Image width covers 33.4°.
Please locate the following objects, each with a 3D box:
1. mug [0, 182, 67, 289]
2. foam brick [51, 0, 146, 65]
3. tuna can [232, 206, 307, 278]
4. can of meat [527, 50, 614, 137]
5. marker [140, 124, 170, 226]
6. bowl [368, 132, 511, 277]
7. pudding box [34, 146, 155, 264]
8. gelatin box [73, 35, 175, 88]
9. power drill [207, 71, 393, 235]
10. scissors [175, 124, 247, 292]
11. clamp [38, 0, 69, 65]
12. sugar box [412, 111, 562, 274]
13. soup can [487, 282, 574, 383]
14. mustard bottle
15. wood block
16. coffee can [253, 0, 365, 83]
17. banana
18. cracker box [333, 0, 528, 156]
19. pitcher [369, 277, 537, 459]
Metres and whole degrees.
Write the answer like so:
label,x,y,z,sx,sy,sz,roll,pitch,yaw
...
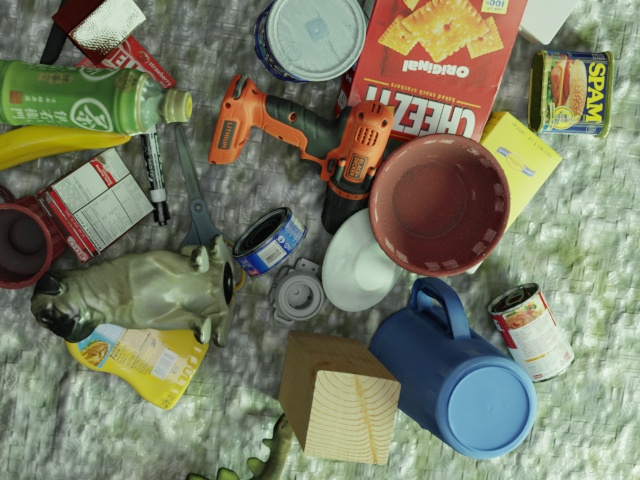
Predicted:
label,x,y,z,sx,sy,sz,roll,pitch,yaw
mug,-0.328,-0.012,1.153,0.093,0.081,0.117,-31,98,11
foam brick,-0.236,-0.237,1.138,0.078,0.051,0.053,-45,136,-7
tuna can,-0.058,0.001,1.201,0.086,0.086,0.033,-41,109,-2
can of meat,0.293,-0.173,1.254,0.084,0.057,0.102,2,96,-7
marker,-0.187,-0.076,1.207,0.020,0.020,0.121,-9,98,-8
bowl,0.128,-0.042,1.198,0.162,0.055,0.162,-1,100,-8
pudding box,-0.243,-0.040,1.159,0.039,0.113,0.090,-23,105,38
gelatin box,-0.217,-0.183,1.183,0.073,0.030,0.089,-43,102,-2
power drill,-0.026,-0.097,1.187,0.187,0.057,0.185,17,130,-2
scissors,-0.154,-0.022,1.221,0.096,0.016,0.202,-29,100,-5
clamp,-0.272,-0.272,1.160,0.171,0.039,0.120,-29,115,-7
sugar box,0.193,-0.056,1.257,0.093,0.048,0.176,37,89,-12
soup can,0.253,0.111,1.276,0.068,0.068,0.102,-30,101,-5
mustard bottle,-0.229,0.106,1.202,0.191,0.058,0.096,31,89,-12
wood block,0.016,0.167,1.174,0.090,0.206,0.091,9,95,-11
coffee can,-0.015,-0.223,1.155,0.102,0.140,0.103,-1,97,-9
banana,-0.307,-0.099,1.163,0.197,0.070,0.037,-20,138,-15
cracker box,0.123,-0.214,1.184,0.164,0.072,0.214,12,113,-10
pitcher,0.143,0.144,1.173,0.149,0.243,0.145,43,87,-12
